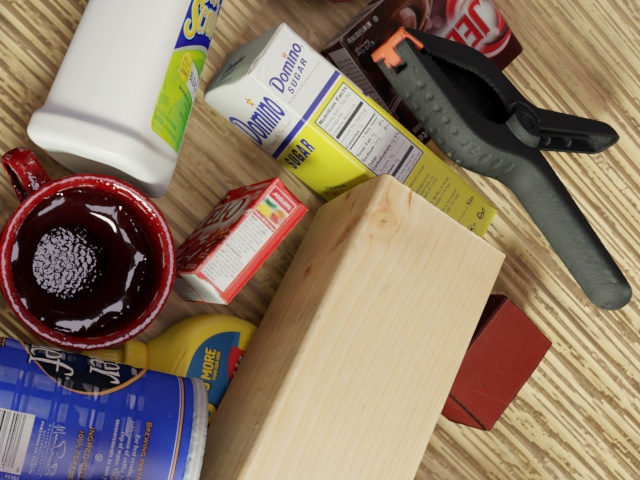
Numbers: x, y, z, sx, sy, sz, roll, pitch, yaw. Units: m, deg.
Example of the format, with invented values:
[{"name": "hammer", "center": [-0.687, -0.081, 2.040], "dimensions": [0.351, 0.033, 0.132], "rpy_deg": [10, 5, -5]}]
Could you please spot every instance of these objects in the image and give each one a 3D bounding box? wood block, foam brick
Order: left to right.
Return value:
[{"name": "wood block", "center": [0.009, 0.079, 0.589], "dimensions": [0.090, 0.090, 0.206], "rpy_deg": [33, 67, -16]}, {"name": "foam brick", "center": [0.104, 0.079, 0.710], "dimensions": [0.051, 0.053, 0.078], "rpy_deg": [45, 73, -16]}]

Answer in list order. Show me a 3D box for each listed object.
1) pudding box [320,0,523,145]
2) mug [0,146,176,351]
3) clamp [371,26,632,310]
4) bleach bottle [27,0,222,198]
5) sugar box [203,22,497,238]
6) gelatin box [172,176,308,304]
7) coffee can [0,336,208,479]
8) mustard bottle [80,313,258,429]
[{"name": "pudding box", "center": [0.068, -0.127, 0.704], "dimensions": [0.113, 0.039, 0.090], "rpy_deg": [-44, 106, -17]}, {"name": "mug", "center": [-0.142, 0.002, 0.591], "dimensions": [0.093, 0.082, 0.117], "rpy_deg": [-36, 103, -19]}, {"name": "clamp", "center": [0.120, -0.056, 0.660], "dimensions": [0.209, 0.036, 0.164], "rpy_deg": [29, 43, -26]}, {"name": "bleach bottle", "center": [-0.085, -0.156, 0.608], "dimensions": [0.068, 0.102, 0.251], "rpy_deg": [16, 81, 8]}, {"name": "sugar box", "center": [0.016, -0.053, 0.653], "dimensions": [0.176, 0.093, 0.048], "rpy_deg": [36, 75, -18]}, {"name": "gelatin box", "center": [-0.054, 0.001, 0.624], "dimensions": [0.030, 0.089, 0.073], "rpy_deg": [45, 73, -15]}, {"name": "coffee can", "center": [-0.137, 0.104, 0.531], "dimensions": [0.140, 0.103, 0.103], "rpy_deg": [15, 84, -15]}, {"name": "mustard bottle", "center": [-0.052, 0.095, 0.641], "dimensions": [0.191, 0.058, 0.096], "rpy_deg": [17, 82, -22]}]
